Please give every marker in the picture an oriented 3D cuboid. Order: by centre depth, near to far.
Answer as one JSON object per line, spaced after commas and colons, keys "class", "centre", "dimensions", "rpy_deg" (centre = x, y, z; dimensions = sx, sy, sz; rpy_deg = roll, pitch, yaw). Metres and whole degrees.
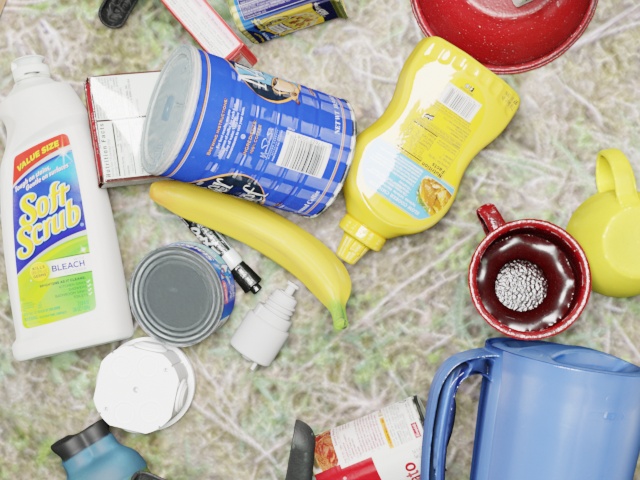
{"class": "marker", "centre": [-0.093, -0.002, 0.911], "dimensions": [0.020, 0.020, 0.121], "rpy_deg": [-42, 86, 4]}

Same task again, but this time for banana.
{"class": "banana", "centre": [-0.047, -0.001, 0.882], "dimensions": [0.198, 0.069, 0.037], "rpy_deg": [33, 111, 8]}

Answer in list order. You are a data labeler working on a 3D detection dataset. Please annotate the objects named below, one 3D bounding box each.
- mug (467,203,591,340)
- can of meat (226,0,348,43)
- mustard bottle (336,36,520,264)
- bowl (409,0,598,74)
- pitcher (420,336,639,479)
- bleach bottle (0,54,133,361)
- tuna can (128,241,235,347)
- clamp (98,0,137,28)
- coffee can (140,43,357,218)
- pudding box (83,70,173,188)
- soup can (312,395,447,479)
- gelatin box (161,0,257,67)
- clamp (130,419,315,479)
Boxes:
{"class": "mug", "centre": [0.156, 0.024, 0.851], "dimensions": [0.093, 0.081, 0.117], "rpy_deg": [-31, 81, 1]}
{"class": "can of meat", "centre": [-0.028, -0.201, 0.866], "dimensions": [0.084, 0.102, 0.057], "rpy_deg": [-17, 88, 7]}
{"class": "mustard bottle", "centre": [0.073, -0.063, 0.873], "dimensions": [0.096, 0.058, 0.191], "rpy_deg": [33, 93, -14]}
{"class": "bowl", "centre": [0.152, -0.220, 0.871], "dimensions": [0.162, 0.055, 0.162], "rpy_deg": [0, 89, 5]}
{"class": "pitcher", "centre": [0.164, 0.199, 0.829], "dimensions": [0.149, 0.144, 0.243], "rpy_deg": [12, 94, 32]}
{"class": "bleach bottle", "centre": [-0.231, -0.031, 0.905], "dimensions": [0.102, 0.068, 0.251], "rpy_deg": [-13, 86, 5]}
{"class": "tuna can", "centre": [-0.115, 0.044, 0.895], "dimensions": [0.086, 0.033, 0.086], "rpy_deg": [3, 100, 17]}
{"class": "clamp", "centre": [-0.130, -0.253, 0.873], "dimensions": [0.039, 0.120, 0.171], "rpy_deg": [30, 89, -19]}
{"class": "coffee can", "centre": [-0.057, -0.083, 0.837], "dimensions": [0.140, 0.103, 0.103], "rpy_deg": [15, 91, -26]}
{"class": "pudding box", "centre": [-0.135, -0.095, 0.888], "dimensions": [0.113, 0.039, 0.090], "rpy_deg": [-8, 89, -17]}
{"class": "soup can", "centre": [0.044, 0.175, 0.870], "dimensions": [0.102, 0.068, 0.068], "rpy_deg": [-23, 87, 5]}
{"class": "gelatin box", "centre": [-0.096, -0.178, 0.886], "dimensions": [0.030, 0.073, 0.089], "rpy_deg": [-42, 86, 3]}
{"class": "clamp", "centre": [-0.028, 0.231, 0.846], "dimensions": [0.165, 0.036, 0.210], "rpy_deg": [-28, 113, 27]}
